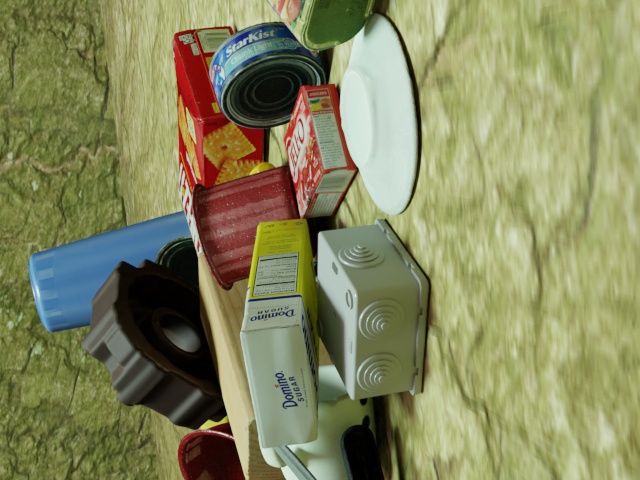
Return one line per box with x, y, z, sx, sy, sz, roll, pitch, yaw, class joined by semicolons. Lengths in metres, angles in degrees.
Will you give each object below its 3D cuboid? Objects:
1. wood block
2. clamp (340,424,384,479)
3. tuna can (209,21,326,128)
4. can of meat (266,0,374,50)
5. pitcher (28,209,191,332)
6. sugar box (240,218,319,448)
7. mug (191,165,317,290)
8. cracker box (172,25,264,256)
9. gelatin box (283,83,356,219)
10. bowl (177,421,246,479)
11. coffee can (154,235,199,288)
-0.045;0.102;0.944;0.206;0.090;0.091;-113;20;-46;wood block
0.044;0.216;0.756;0.120;0.039;0.171;-118;25;-46;clamp
-0.040;-0.124;0.814;0.086;0.086;0.034;103;153;-55;tuna can
-0.004;-0.182;0.664;0.084;0.057;0.102;54;146;29;can of meat
-0.259;0.043;1.433;0.149;0.242;0.145;89;164;-50;pitcher
-0.025;0.060;0.767;0.176;0.048;0.093;-95;-3;-65;sugar box
-0.049;-0.008;0.891;0.117;0.081;0.093;61;-164;-56;mug
-0.110;-0.092;1.131;0.164;0.072;0.214;-112;19;-45;cracker box
-0.003;-0.066;0.813;0.089;0.030;0.073;118;142;-66;gelatin box
-0.060;0.230;1.043;0.162;0.055;0.162;21;134;23;bowl
-0.152;0.078;1.316;0.140;0.102;0.103;97;159;-45;coffee can
